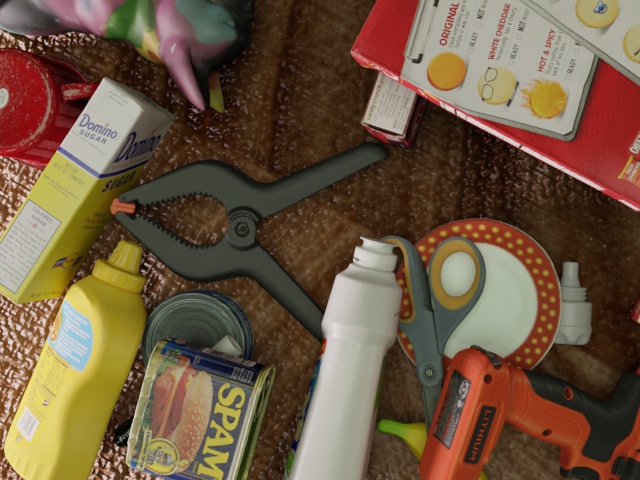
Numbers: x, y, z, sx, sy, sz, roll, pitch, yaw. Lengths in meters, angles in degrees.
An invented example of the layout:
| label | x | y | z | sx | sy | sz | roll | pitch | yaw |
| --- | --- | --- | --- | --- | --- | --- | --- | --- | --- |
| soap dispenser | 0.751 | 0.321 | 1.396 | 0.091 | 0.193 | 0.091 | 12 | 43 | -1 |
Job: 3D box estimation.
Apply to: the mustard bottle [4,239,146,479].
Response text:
| label | x | y | z | sx | sy | sz | roll | pitch | yaw |
| --- | --- | --- | --- | --- | --- | --- | --- | --- | --- |
| mustard bottle | -0.181 | 0.091 | 0.823 | 0.058 | 0.096 | 0.191 | 20 | 93 | -34 |

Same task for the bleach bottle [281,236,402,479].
| label | x | y | z | sx | sy | sz | roll | pitch | yaw |
| --- | --- | --- | --- | --- | --- | --- | --- | --- | --- |
| bleach bottle | 0.016 | 0.121 | 0.786 | 0.068 | 0.102 | 0.251 | 13 | 95 | 2 |

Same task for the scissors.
| label | x | y | z | sx | sy | sz | roll | pitch | yaw |
| --- | --- | --- | --- | --- | --- | --- | --- | --- | --- |
| scissors | 0.097 | 0.084 | 0.794 | 0.096 | 0.016 | 0.202 | -23 | 77 | 14 |

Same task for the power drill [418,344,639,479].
| label | x | y | z | sx | sy | sz | roll | pitch | yaw |
| --- | --- | --- | --- | --- | --- | --- | --- | --- | --- |
| power drill | 0.170 | 0.162 | 0.770 | 0.187 | 0.057 | 0.184 | 15 | 93 | -17 |

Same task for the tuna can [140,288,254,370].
| label | x | y | z | sx | sy | sz | roll | pitch | yaw |
| --- | --- | --- | --- | --- | --- | --- | --- | --- | --- |
| tuna can | -0.097 | 0.081 | 0.839 | 0.086 | 0.033 | 0.086 | 0 | 91 | 7 |

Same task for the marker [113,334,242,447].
| label | x | y | z | sx | sy | sz | roll | pitch | yaw |
| --- | --- | --- | --- | --- | --- | --- | --- | --- | --- |
| marker | -0.110 | 0.117 | 0.813 | 0.121 | 0.020 | 0.020 | -40 | 86 | 6 |

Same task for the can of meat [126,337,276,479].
| label | x | y | z | sx | sy | sz | roll | pitch | yaw |
| --- | --- | --- | --- | --- | --- | --- | --- | --- | --- |
| can of meat | -0.087 | 0.128 | 0.772 | 0.084 | 0.057 | 0.102 | 16 | 94 | 7 |

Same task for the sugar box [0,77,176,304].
| label | x | y | z | sx | sy | sz | roll | pitch | yaw |
| --- | --- | --- | --- | --- | --- | --- | --- | --- | --- |
| sugar box | -0.183 | -0.036 | 0.818 | 0.048 | 0.093 | 0.176 | 37 | 95 | 4 |

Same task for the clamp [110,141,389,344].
| label | x | y | z | sx | sy | sz | roll | pitch | yaw |
| --- | --- | --- | --- | --- | --- | --- | --- | --- | --- |
| clamp | -0.055 | 0.001 | 0.820 | 0.210 | 0.036 | 0.164 | 3 | 92 | -4 |

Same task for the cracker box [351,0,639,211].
| label | x | y | z | sx | sy | sz | roll | pitch | yaw |
| --- | --- | --- | --- | --- | --- | --- | --- | --- | --- |
| cracker box | 0.153 | -0.138 | 0.682 | 0.214 | 0.072 | 0.164 | 29 | 95 | 7 |

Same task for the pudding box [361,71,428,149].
| label | x | y | z | sx | sy | sz | roll | pitch | yaw |
| --- | --- | --- | --- | --- | --- | --- | --- | --- | --- |
| pudding box | 0.067 | -0.127 | 0.787 | 0.039 | 0.090 | 0.113 | 17 | 92 | 7 |

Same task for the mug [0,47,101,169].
| label | x | y | z | sx | sy | sz | roll | pitch | yaw |
| --- | --- | --- | --- | --- | --- | --- | --- | --- | --- |
| mug | -0.217 | -0.105 | 0.826 | 0.117 | 0.081 | 0.093 | -7 | 90 | 7 |
